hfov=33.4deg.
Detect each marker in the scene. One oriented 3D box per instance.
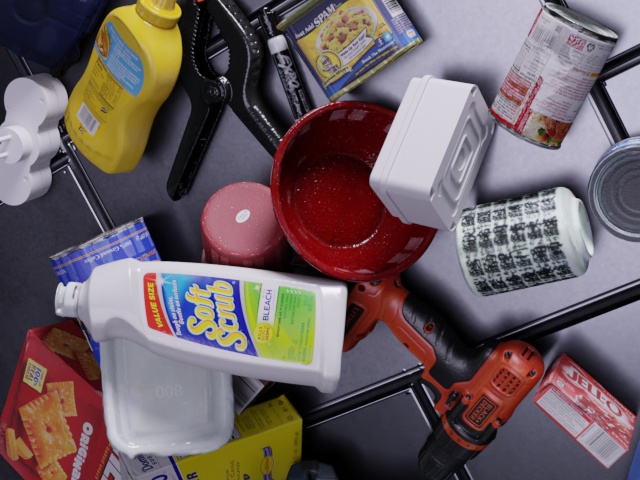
[{"bbox_3d":[-0.031,-0.157,0.989,0.020,0.020,0.121,-16,98,25],"label":"marker"}]

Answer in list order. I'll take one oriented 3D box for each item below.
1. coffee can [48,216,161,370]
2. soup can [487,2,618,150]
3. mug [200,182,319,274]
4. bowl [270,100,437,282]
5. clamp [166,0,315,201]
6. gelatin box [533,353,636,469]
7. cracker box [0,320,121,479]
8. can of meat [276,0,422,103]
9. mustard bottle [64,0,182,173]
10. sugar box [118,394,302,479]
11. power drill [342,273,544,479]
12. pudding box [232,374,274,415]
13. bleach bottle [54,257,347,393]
[{"bbox_3d":[-0.197,0.060,1.075,0.103,0.102,0.140,-20,97,26],"label":"coffee can"},{"bbox_3d":[0.190,-0.135,0.878,0.068,0.068,0.102,30,114,12],"label":"soup can"},{"bbox_3d":[-0.056,0.001,0.991,0.117,0.093,0.081,11,152,6],"label":"mug"},{"bbox_3d":[0.026,-0.040,0.953,0.162,0.162,0.055,59,161,-3],"label":"bowl"},{"bbox_3d":[-0.082,-0.137,1.003,0.165,0.036,0.210,4,105,27],"label":"clamp"},{"bbox_3d":[0.234,0.148,0.941,0.089,0.073,0.030,43,115,6],"label":"gelatin box"},{"bbox_3d":[-0.244,0.212,1.130,0.214,0.071,0.164,36,116,27],"label":"cracker box"},{"bbox_3d":[0.027,-0.182,0.937,0.102,0.057,0.084,-31,94,27],"label":"can of meat"},{"bbox_3d":[-0.179,-0.162,1.008,0.096,0.058,0.192,52,128,26],"label":"mustard bottle"},{"bbox_3d":[-0.104,0.220,1.041,0.048,0.176,0.093,47,147,43],"label":"sugar box"},{"bbox_3d":[0.092,0.121,0.998,0.188,0.057,0.185,37,124,8],"label":"power drill"},{"bbox_3d":[-0.042,0.107,1.032,0.039,0.089,0.114,45,117,6],"label":"pudding box"},{"bbox_3d":[-0.105,0.071,0.933,0.251,0.068,0.102,5,77,-1],"label":"bleach bottle"}]
